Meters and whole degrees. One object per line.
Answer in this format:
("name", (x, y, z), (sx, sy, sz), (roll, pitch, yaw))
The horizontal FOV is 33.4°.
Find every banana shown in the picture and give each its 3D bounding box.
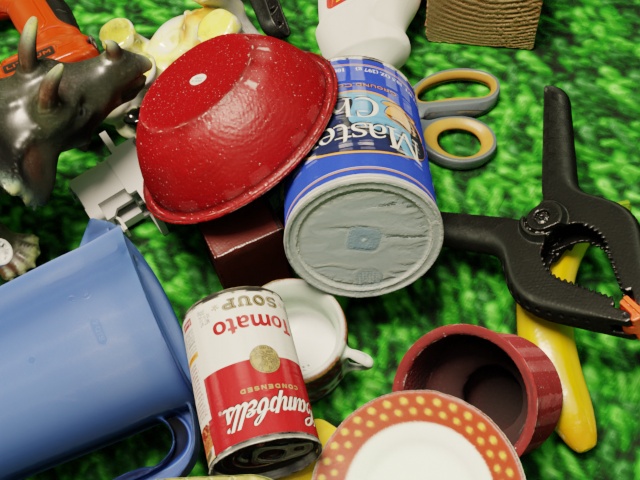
("banana", (0.169, 0.045, 0.735), (0.070, 0.037, 0.197), (11, 64, 12))

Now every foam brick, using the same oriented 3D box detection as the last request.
("foam brick", (-0.055, 0.001, 0.753), (0.051, 0.078, 0.053), (-25, 61, -8))

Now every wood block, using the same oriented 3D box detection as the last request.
("wood block", (0.142, -0.268, 0.871), (0.090, 0.091, 0.206), (6, 63, 7))

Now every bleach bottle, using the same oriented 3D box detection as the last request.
("bleach bottle", (0.048, -0.223, 0.859), (0.103, 0.068, 0.251), (-11, 60, 26))

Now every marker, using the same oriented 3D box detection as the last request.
("marker", (-0.249, 0.023, 0.746), (0.020, 0.121, 0.020), (16, 65, -37))

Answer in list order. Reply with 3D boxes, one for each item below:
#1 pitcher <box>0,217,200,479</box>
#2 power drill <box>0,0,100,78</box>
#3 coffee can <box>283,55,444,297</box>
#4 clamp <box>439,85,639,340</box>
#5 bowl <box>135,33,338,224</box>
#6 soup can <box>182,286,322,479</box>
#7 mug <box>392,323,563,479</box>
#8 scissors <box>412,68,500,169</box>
("pitcher", (-0.201, 0.105, 0.685), (0.242, 0.145, 0.149), (-25, 27, -5))
("power drill", (-0.270, -0.181, 0.874), (0.184, 0.057, 0.188), (-24, 64, -9))
("coffee can", (0.025, -0.046, 0.731), (0.103, 0.103, 0.140), (-5, 43, 1))
("clamp", (0.158, -0.015, 0.724), (0.164, 0.036, 0.210), (-43, 48, -4))
("bowl", (-0.070, -0.089, 0.724), (0.162, 0.055, 0.162), (-23, 40, 20))
("soup can", (-0.043, 0.088, 0.649), (0.068, 0.068, 0.102), (-14, 59, -3))
("mug", (0.093, 0.102, 0.678), (0.117, 0.081, 0.093), (-18, 78, 26))
("scissors", (0.047, -0.082, 0.823), (0.201, 0.016, 0.096), (-16, 63, -4))
